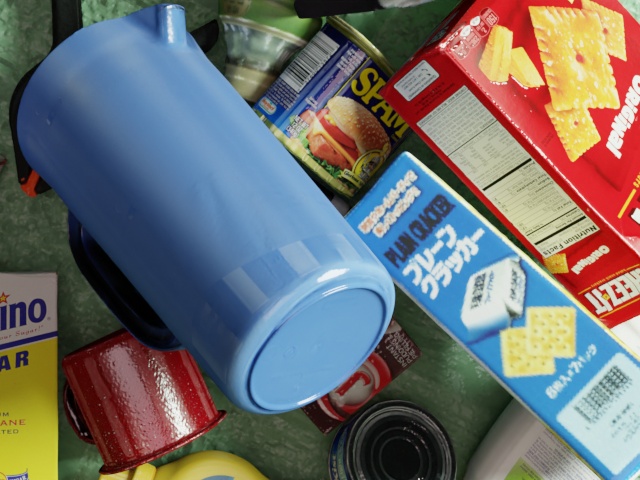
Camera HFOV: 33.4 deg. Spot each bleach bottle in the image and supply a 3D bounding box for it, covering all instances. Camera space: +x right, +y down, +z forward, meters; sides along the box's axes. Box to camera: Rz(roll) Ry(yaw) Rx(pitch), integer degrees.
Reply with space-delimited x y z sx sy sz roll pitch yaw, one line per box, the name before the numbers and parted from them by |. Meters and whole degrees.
bleach bottle | 0.154 0.154 0.753 0.102 0.068 0.251 44 94 -5

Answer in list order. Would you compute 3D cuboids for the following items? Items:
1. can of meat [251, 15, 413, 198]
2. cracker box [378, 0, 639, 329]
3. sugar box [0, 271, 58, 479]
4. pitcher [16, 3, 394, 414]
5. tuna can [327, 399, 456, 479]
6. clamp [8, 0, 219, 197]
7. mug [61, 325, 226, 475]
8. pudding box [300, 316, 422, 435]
can of meat | 0.014 -0.085 0.703 0.084 0.057 0.102 -48 139 4
cracker box | 0.165 -0.077 0.685 0.213 0.072 0.164 45 53 -6
sugar box | -0.221 0.109 0.707 0.093 0.048 0.176 -1 86 -17
pitcher | -0.072 -0.009 0.627 0.145 0.149 0.243 -35 56 -10
tuna can | 0.051 0.154 0.740 0.086 0.034 0.086 8 66 -18
clamp | -0.163 -0.113 0.715 0.120 0.039 0.171 39 92 -5
mug | -0.130 0.103 0.722 0.117 0.093 0.081 -22 93 35
pudding box | 0.002 0.064 0.744 0.090 0.039 0.113 -40 97 1
